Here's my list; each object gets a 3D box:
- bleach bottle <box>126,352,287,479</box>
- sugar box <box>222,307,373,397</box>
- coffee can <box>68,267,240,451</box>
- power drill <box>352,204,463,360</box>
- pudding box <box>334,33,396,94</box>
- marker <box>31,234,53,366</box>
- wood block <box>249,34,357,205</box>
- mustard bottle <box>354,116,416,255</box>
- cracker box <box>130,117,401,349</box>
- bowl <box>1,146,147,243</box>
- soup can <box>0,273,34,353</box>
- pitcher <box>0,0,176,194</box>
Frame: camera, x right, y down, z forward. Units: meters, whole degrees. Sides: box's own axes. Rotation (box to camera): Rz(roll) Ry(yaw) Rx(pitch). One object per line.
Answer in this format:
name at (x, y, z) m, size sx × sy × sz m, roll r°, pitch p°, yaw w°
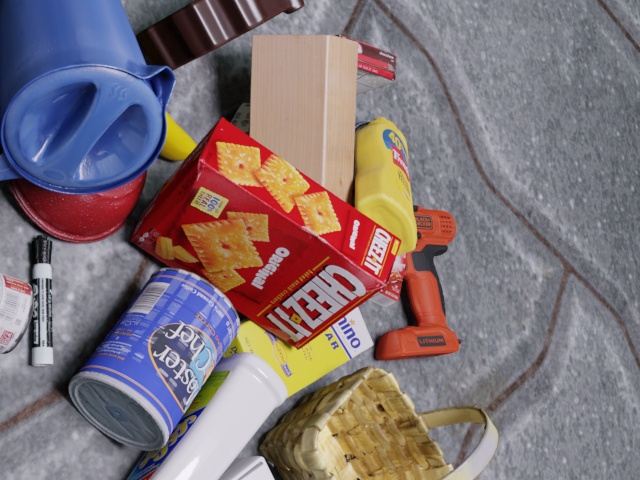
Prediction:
bleach bottle at (-0.133, 0.215, 0.983) m, size 0.068 × 0.103 × 0.250 m, roll 50°, pitch 49°, yaw -15°
sugar box at (-0.025, 0.108, 1.152) m, size 0.175 × 0.048 × 0.093 m, roll -26°, pitch 94°, yaw -42°
coffee can at (-0.153, 0.110, 0.997) m, size 0.102 × 0.103 × 0.140 m, roll 49°, pitch 51°, yaw -21°
power drill at (0.095, 0.047, 1.270) m, size 0.184 × 0.057 × 0.187 m, roll 2°, pitch 77°, yaw -35°
pudding box at (0.018, -0.197, 1.233) m, size 0.089 × 0.114 × 0.039 m, roll 13°, pitch 73°, yaw -39°
marker at (-0.255, 0.054, 0.978) m, size 0.020 × 0.020 × 0.121 m, roll 8°, pitch 73°, yaw -41°
wood block at (-0.018, -0.111, 1.135) m, size 0.090 × 0.091 × 0.206 m, roll -12°, pitch 105°, yaw -67°
mustard bottle at (0.071, -0.077, 1.210) m, size 0.096 × 0.058 × 0.191 m, roll 55°, pitch 23°, yaw -37°
cracker box at (-0.057, 0.001, 1.039) m, size 0.213 × 0.164 × 0.072 m, roll 35°, pitch 48°, yaw -14°
bowl at (-0.219, -0.081, 1.014) m, size 0.161 × 0.055 × 0.162 m, roll 15°, pitch 70°, yaw -45°
soup can at (-0.303, 0.051, 0.902) m, size 0.102 × 0.069 × 0.068 m, roll 24°, pitch 63°, yaw -36°
pitcher at (-0.230, -0.159, 0.935) m, size 0.149 × 0.145 × 0.243 m, roll 5°, pitch 41°, yaw -27°
